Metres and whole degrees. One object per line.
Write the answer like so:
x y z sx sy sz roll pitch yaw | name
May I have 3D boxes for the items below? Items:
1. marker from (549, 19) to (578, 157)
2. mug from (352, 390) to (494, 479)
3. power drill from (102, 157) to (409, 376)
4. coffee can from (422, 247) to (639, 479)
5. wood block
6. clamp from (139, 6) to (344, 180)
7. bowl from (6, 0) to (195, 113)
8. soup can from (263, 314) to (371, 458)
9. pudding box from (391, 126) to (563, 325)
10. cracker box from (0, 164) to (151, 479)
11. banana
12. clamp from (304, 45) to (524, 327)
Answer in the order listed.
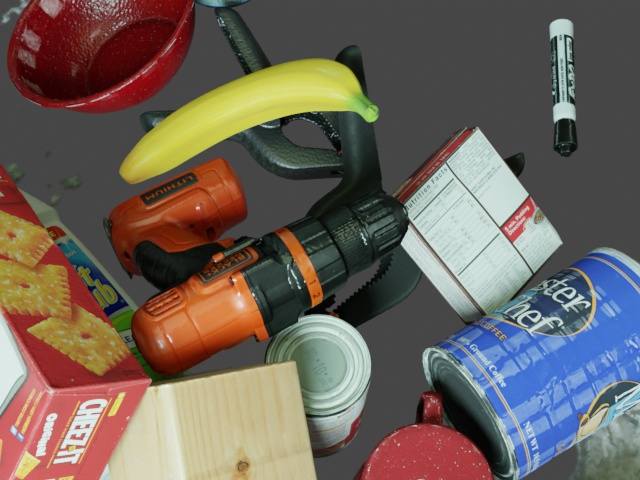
0.192 -0.120 0.842 0.020 0.020 0.121 4 65 0 | marker
0.066 0.153 0.678 0.093 0.081 0.117 10 65 3 | mug
-0.055 0.001 0.701 0.184 0.057 0.188 -26 26 -15 | power drill
0.153 0.081 0.702 0.140 0.103 0.103 -28 69 -14 | coffee can
-0.054 0.179 0.609 0.090 0.090 0.206 -6 85 -37 | wood block
-0.048 -0.091 0.812 0.171 0.039 0.120 38 82 12 | clamp
-0.154 -0.152 0.810 0.162 0.055 0.162 -13 56 19 | bowl
-0.003 0.096 0.691 0.068 0.102 0.068 1 65 -1 | soup can
0.107 -0.009 0.752 0.090 0.039 0.113 -44 103 -18 | pudding box
-0.202 0.072 0.630 0.071 0.164 0.214 1 37 -45 | cracker box
-0.053 -0.090 0.758 0.198 0.037 0.069 -15 35 19 | banana
0.054 -0.018 0.771 0.164 0.036 0.210 24 75 -12 | clamp
